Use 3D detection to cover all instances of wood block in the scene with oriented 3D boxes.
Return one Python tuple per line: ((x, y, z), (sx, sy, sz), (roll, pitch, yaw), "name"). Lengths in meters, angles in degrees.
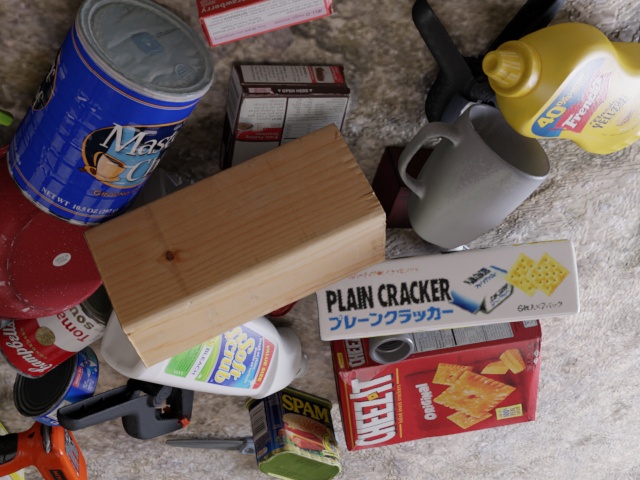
((-0.062, 0.004, 0.816), (0.206, 0.091, 0.090), (-24, 156, -7), "wood block")

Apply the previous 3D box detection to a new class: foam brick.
((0.092, -0.045, 0.928), (0.078, 0.051, 0.053), (3, 136, -17), "foam brick")

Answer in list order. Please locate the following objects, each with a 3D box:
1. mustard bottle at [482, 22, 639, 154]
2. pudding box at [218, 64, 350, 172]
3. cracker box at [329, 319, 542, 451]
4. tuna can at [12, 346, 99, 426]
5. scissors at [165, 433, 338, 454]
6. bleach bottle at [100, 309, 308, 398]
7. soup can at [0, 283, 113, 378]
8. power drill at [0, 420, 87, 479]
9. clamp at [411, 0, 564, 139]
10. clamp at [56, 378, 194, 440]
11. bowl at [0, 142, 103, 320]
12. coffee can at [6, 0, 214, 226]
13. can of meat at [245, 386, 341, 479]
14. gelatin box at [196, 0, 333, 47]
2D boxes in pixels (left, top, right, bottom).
((0.192, -0.120, 0.826), (0.191, 0.058, 0.096), (6, 135, -42), "mustard bottle")
((-0.031, -0.088, 0.859), (0.090, 0.039, 0.114), (-3, 141, -15), "pudding box")
((0.123, 0.143, 1.135), (0.213, 0.072, 0.164), (-10, 139, -2), "cracker box")
((-0.252, 0.133, 1.021), (0.086, 0.086, 0.033), (-32, 137, 21), "tuna can")
((-0.079, 0.251, 1.251), (0.201, 0.016, 0.096), (-4, 139, -10), "scissors")
((-0.089, 0.094, 1.008), (0.250, 0.068, 0.102), (21, 95, -54), "bleach bottle")
((-0.235, 0.072, 0.968), (0.102, 0.068, 0.068), (-32, 136, 22), "soup can")
((-0.336, 0.247, 1.081), (0.187, 0.057, 0.184), (-13, 137, -4), "power drill")
((0.134, -0.135, 0.847), (0.120, 0.039, 0.171), (-11, 141, -1), "clamp")
((-0.175, 0.149, 1.043), (0.164, 0.036, 0.210), (-50, 155, -23), "clamp")
((-0.216, 0.002, 0.844), (0.161, 0.055, 0.162), (-22, 127, -32), "bowl")
((-0.154, -0.093, 0.773), (0.102, 0.103, 0.140), (16, 132, -29), "coffee can")
((-0.028, 0.216, 1.171), (0.102, 0.084, 0.058), (25, 127, -35), "can of meat")
((-0.041, -0.176, 0.728), (0.089, 0.073, 0.030), (-15, 140, 3), "gelatin box")
